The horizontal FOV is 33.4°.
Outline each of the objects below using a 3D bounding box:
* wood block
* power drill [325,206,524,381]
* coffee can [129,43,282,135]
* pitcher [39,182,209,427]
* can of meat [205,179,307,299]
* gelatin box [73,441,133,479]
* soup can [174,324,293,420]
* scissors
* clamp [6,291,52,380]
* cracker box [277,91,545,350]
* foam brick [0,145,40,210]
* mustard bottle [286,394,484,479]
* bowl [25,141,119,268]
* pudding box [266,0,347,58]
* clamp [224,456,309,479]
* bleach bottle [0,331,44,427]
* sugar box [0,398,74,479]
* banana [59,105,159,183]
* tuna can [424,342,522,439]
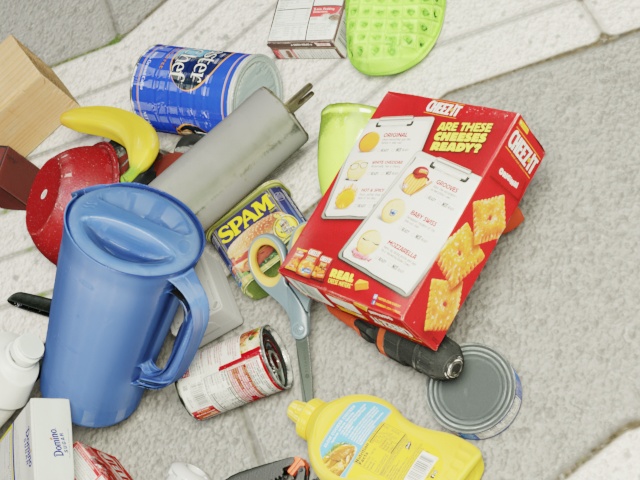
[{"bbox_3d":[-0.417,-0.143,1.333,0.206,0.090,0.090,-42,58,2],"label":"wood block"},{"bbox_3d":[0.108,0.029,1.015,0.187,0.057,0.185,-52,43,-7],"label":"power drill"},{"bbox_3d":[-0.128,-0.165,1.202,0.140,0.102,0.103,11,73,28],"label":"coffee can"},{"bbox_3d":[-0.199,0.078,1.052,0.145,0.243,0.149,11,38,-15],"label":"pitcher"},{"bbox_3d":[-0.057,0.001,1.124,0.102,0.057,0.084,-37,61,6],"label":"can of meat"},{"bbox_3d":[-0.212,0.247,1.075,0.030,0.073,0.089,-47,57,-2],"label":"gelatin box"},{"bbox_3d":[-0.087,0.134,1.071,0.102,0.068,0.068,-23,60,14],"label":"soup can"},{"bbox_3d":[-0.036,0.078,1.063,0.096,0.016,0.202,10,93,23],"label":"scissors"},{"bbox_3d":[-0.283,0.086,1.200,0.171,0.039,0.120,-24,64,6],"label":"clamp"},{"bbox_3d":[0.084,-0.024,0.982,0.164,0.072,0.213,18,72,45],"label":"cracker box"},{"bbox_3d":[-0.383,-0.076,1.295,0.051,0.078,0.053,3,67,26],"label":"foam brick"},{"bbox_3d":[0.047,0.195,0.985,0.192,0.058,0.096,24,64,31],"label":"mustard bottle"},{"bbox_3d":[-0.290,-0.043,1.209,0.162,0.055,0.162,-28,53,45],"label":"bowl"},{"bbox_3d":[-0.005,-0.266,1.230,0.090,0.039,0.113,4,68,27],"label":"pudding box"},{"bbox_3d":[-0.092,0.284,1.013,0.165,0.036,0.210,32,81,17],"label":"clamp"},{"bbox_3d":[-0.366,0.160,1.128,0.251,0.067,0.102,-39,56,36],"label":"bleach bottle"},{"bbox_3d":[-0.296,0.234,1.081,0.177,0.048,0.093,-42,50,46],"label":"sugar box"},{"bbox_3d":[-0.226,-0.119,1.181,0.069,0.037,0.198,-20,33,-25],"label":"banana"},{"bbox_3d":[0.141,0.139,0.983,0.086,0.033,0.086,-10,64,21],"label":"tuna can"}]
